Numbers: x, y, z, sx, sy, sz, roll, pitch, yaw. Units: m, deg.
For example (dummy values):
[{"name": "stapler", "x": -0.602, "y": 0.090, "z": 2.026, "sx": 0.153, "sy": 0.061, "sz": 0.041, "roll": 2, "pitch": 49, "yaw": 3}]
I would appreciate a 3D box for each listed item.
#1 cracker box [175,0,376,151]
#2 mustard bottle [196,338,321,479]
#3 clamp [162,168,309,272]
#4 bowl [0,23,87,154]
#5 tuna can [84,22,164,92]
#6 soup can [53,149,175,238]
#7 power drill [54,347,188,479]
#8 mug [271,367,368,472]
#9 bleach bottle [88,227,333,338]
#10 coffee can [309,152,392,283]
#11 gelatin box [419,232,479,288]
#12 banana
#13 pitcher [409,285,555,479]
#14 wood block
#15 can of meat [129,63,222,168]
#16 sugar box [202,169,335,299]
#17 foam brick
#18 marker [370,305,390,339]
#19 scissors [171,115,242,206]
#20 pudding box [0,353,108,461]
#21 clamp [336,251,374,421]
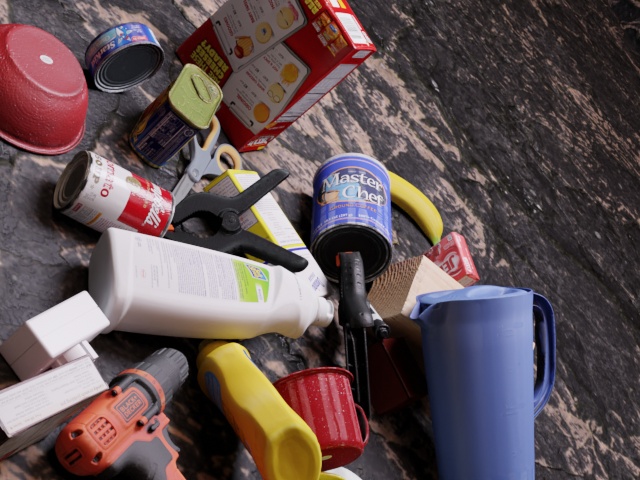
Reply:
[{"name": "cracker box", "x": -0.057, "y": -0.239, "z": 1.339, "sx": 0.164, "sy": 0.214, "sz": 0.072, "roll": 58, "pitch": 29, "yaw": 12}, {"name": "mustard bottle", "x": -0.070, "y": 0.152, "z": 1.011, "sx": 0.192, "sy": 0.058, "sz": 0.096, "roll": 44, "pitch": -22, "yaw": 47}, {"name": "clamp", "x": -0.093, "y": -0.008, "z": 1.152, "sx": 0.171, "sy": 0.039, "sz": 0.120, "roll": -15, "pitch": 71, "yaw": -22}, {"name": "bowl", "x": -0.297, "y": -0.169, "z": 1.099, "sx": 0.162, "sy": 0.055, "sz": 0.162, "roll": 34, "pitch": 34, "yaw": -27}, {"name": "tuna can", "x": -0.223, "y": -0.207, "z": 1.210, "sx": 0.085, "sy": 0.086, "sz": 0.034, "roll": -1, "pitch": 56, "yaw": -54}, {"name": "soup can", "x": -0.206, "y": -0.040, "z": 1.069, "sx": 0.102, "sy": 0.069, "sz": 0.068, "roll": 28, "pitch": 37, "yaw": -33}, {"name": "power drill", "x": -0.125, "y": 0.196, "z": 0.938, "sx": 0.187, "sy": 0.057, "sz": 0.184, "roll": 49, "pitch": 30, "yaw": -1}, {"name": "mug", "x": 0.005, "y": 0.187, "z": 1.087, "sx": 0.117, "sy": 0.093, "sz": 0.081, "roll": 18, "pitch": 49, "yaw": -43}, {"name": "bleach bottle", "x": -0.099, "y": 0.058, "z": 1.053, "sx": 0.250, "sy": 0.068, "sz": 0.102, "roll": 13, "pitch": 45, "yaw": -28}, {"name": "coffee can", "x": 0.039, "y": -0.029, "z": 1.351, "sx": 0.102, "sy": 0.103, "sz": 0.140, "roll": 35, "pitch": 34, "yaw": -26}, {"name": "gelatin box", "x": 0.167, "y": 0.043, "z": 1.458, "sx": 0.030, "sy": 0.089, "sz": 0.073, "roll": 22, "pitch": 41, "yaw": -40}, {"name": "banana", "x": 0.117, "y": -0.060, "z": 1.555, "sx": 0.197, "sy": 0.037, "sz": 0.069, "roll": 37, "pitch": 32, "yaw": -23}, {"name": "pitcher", "x": 0.193, "y": 0.173, "z": 1.226, "sx": 0.144, "sy": 0.149, "sz": 0.243, "roll": -12, "pitch": 98, "yaw": -72}, {"name": "wood block", "x": 0.159, "y": 0.118, "z": 1.343, "sx": 0.206, "sy": 0.091, "sz": 0.090, "roll": 38, "pitch": 59, "yaw": -23}, {"name": "can of meat", "x": -0.166, "y": -0.141, "z": 1.215, "sx": 0.057, "sy": 0.084, "sz": 0.102, "roll": 40, "pitch": 32, "yaw": -18}, {"name": "sugar box", "x": -0.058, "y": 0.002, "z": 1.232, "sx": 0.176, "sy": 0.048, "sz": 0.093, "roll": 59, "pitch": 17, "yaw": 9}, {"name": "foam brick", "x": 0.084, "y": 0.160, "z": 1.259, "sx": 0.052, "sy": 0.051, "sz": 0.078, "roll": 2, "pitch": 56, "yaw": -54}, {"name": "marker", "x": 0.059, "y": 0.089, "z": 1.280, "sx": 0.020, "sy": 0.020, "sz": 0.121, "roll": 38, "pitch": 5, "yaw": -22}, {"name": "scissors", "x": -0.136, "y": -0.069, "z": 1.246, "sx": 0.096, "sy": 0.016, "sz": 0.201, "roll": 42, "pitch": 38, "yaw": -33}, {"name": "pudding box", "x": -0.232, "y": 0.136, "z": 0.822, "sx": 0.039, "sy": 0.090, "sz": 0.113, "roll": 55, "pitch": 31, "yaw": 6}, {"name": "clamp", "x": 0.039, "y": 0.093, "z": 1.219, "sx": 0.036, "sy": 0.164, "sz": 0.210, "roll": -2, "pitch": 33, "yaw": -3}]
